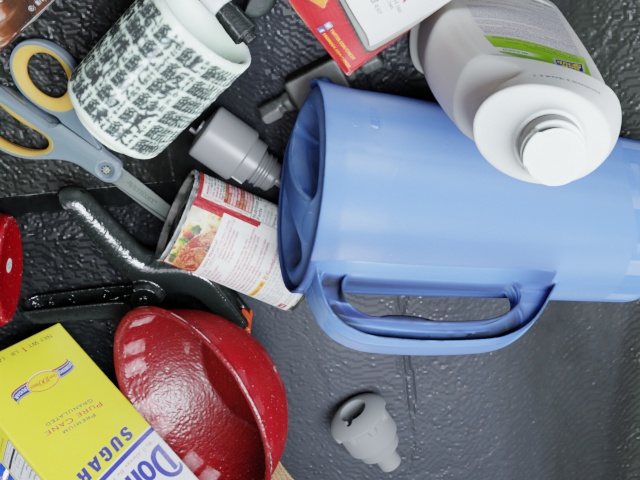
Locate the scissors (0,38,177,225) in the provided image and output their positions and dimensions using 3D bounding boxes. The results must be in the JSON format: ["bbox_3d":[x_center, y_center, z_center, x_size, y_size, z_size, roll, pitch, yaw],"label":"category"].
[{"bbox_3d":[-0.150,-0.071,0.753,0.201,0.016,0.096,24,113,-7],"label":"scissors"}]

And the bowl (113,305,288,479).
[{"bbox_3d":[-0.074,0.108,0.752,0.162,0.055,0.162,26,131,35],"label":"bowl"}]

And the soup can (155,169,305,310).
[{"bbox_3d":[-0.055,0.001,0.744,0.102,0.068,0.069,23,113,-16],"label":"soup can"}]

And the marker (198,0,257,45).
[{"bbox_3d":[-0.083,-0.173,0.684,0.020,0.020,0.121,-42,88,18],"label":"marker"}]

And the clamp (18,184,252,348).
[{"bbox_3d":[-0.137,0.041,0.790,0.171,0.039,0.120,30,124,-12],"label":"clamp"}]

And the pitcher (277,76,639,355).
[{"bbox_3d":[0.098,-0.013,0.679,0.242,0.145,0.149,6,103,-12],"label":"pitcher"}]

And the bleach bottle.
[{"bbox_3d":[0.105,-0.089,0.601,0.102,0.250,0.068,9,114,-1],"label":"bleach bottle"}]

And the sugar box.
[{"bbox_3d":[-0.173,0.147,0.763,0.176,0.093,0.048,41,134,20],"label":"sugar box"}]

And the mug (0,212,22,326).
[{"bbox_3d":[-0.262,0.029,0.767,0.081,0.093,0.117,2,125,-3],"label":"mug"}]
